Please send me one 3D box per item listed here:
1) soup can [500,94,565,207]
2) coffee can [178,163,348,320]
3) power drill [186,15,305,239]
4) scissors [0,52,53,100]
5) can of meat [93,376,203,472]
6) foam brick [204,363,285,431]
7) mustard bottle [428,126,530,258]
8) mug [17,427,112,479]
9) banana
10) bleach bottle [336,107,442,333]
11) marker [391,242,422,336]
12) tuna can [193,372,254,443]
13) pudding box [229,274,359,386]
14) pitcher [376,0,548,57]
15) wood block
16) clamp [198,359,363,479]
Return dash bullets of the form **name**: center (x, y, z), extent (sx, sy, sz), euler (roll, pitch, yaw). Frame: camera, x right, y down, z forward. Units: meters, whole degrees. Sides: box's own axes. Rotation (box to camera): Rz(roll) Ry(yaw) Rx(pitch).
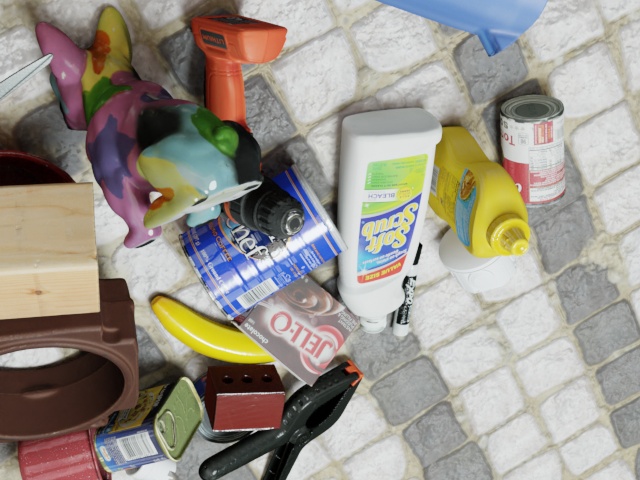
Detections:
- **soup can**: center (0.226, -0.095, 1.135), extent (0.068, 0.068, 0.102), euler (-14, 121, -10)
- **coffee can**: center (-0.057, 0.001, 1.079), extent (0.140, 0.103, 0.102), euler (-31, 122, 2)
- **power drill**: center (-0.071, -0.106, 0.980), extent (0.057, 0.185, 0.188), euler (-10, 113, -35)
- **scissors**: center (-0.309, -0.086, 0.925), extent (0.201, 0.016, 0.096), euler (-23, 131, -7)
- **can of meat**: center (-0.184, 0.197, 1.137), extent (0.084, 0.102, 0.057), euler (-16, 110, 20)
- **foam brick**: center (-0.082, 0.170, 1.152), extent (0.078, 0.053, 0.051), euler (0, 118, -18)
- **mustard bottle**: center (0.160, -0.037, 1.072), extent (0.058, 0.192, 0.096), euler (-4, 119, -16)
- **mug**: center (-0.276, 0.242, 1.162), extent (0.081, 0.093, 0.117), euler (-14, 158, -5)
- **banana**: center (-0.091, 0.100, 1.166), extent (0.197, 0.037, 0.069), euler (5, 90, -22)
- **bleach bottle**: center (0.068, -0.012, 1.137), extent (0.102, 0.068, 0.251), euler (-7, 122, -13)
- **marker**: center (0.098, 0.053, 1.205), extent (0.020, 0.020, 0.121), euler (-2, 118, -17)
- **tuna can**: center (-0.107, 0.187, 1.207), extent (0.086, 0.034, 0.086), euler (-7, 120, -13)
- **pudding box**: center (-0.027, 0.088, 1.149), extent (0.113, 0.039, 0.090), euler (41, 77, -19)
- **pitcher**: center (0.086, -0.280, 0.965), extent (0.242, 0.149, 0.145), euler (12, 129, -19)
- **wood block**: center (-0.300, 0.013, 0.929), extent (0.206, 0.090, 0.091), euler (-3, 151, -12)
- **clamp**: center (-0.030, 0.224, 1.237), extent (0.210, 0.036, 0.164), euler (-41, 148, -4)
